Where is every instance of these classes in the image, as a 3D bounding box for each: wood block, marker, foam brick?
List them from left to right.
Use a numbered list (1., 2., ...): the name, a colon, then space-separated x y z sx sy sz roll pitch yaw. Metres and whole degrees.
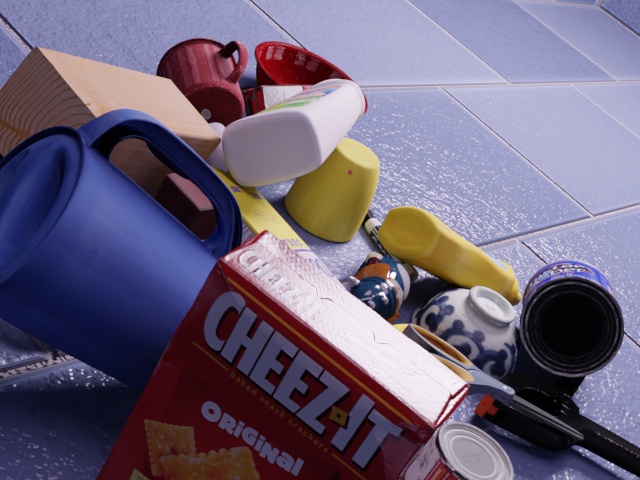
1. wood block: -0.192 -0.098 0.963 0.091 0.090 0.205 50 18 15
2. foam brick: -0.123 -0.018 0.974 0.053 0.078 0.051 46 31 21
3. marker: 0.071 0.001 1.190 0.020 0.020 0.121 5 38 -39

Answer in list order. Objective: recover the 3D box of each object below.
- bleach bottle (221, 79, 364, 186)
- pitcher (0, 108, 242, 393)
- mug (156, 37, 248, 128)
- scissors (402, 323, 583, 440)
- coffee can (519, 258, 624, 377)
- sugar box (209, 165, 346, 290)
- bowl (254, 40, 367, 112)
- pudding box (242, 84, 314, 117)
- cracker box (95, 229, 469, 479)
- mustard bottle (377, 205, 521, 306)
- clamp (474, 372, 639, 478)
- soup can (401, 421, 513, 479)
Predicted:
1. bleach bottle: -0.016 -0.126 1.126 0.103 0.068 0.250 -11 16 18
2. pitcher: -0.125 0.030 0.759 0.242 0.149 0.145 40 46 -38
3. mug: -0.122 -0.172 1.185 0.093 0.117 0.081 33 27 -40
4. scissors: 0.158 0.140 0.960 0.202 0.016 0.096 34 15 0
5. coffee can: 0.263 0.079 1.125 0.103 0.103 0.140 35 12 6
6. sugar box: -0.056 0.001 1.021 0.176 0.048 0.093 45 15 28
7. bowl: -0.022 -0.186 1.360 0.162 0.055 0.162 23 29 -14
8. pudding box: -0.033 -0.133 1.228 0.113 0.039 0.090 -9 91 -43
9. cracker box: -0.034 0.128 0.681 0.164 0.214 0.072 37 29 11
10. mustard bottle: 0.155 0.028 1.157 0.191 0.058 0.096 29 -3 -36
11. clamp: 0.236 0.167 1.066 0.209 0.036 0.165 16 27 -27
12. soup can: 0.092 0.196 0.812 0.068 0.102 0.068 23 30 -14
